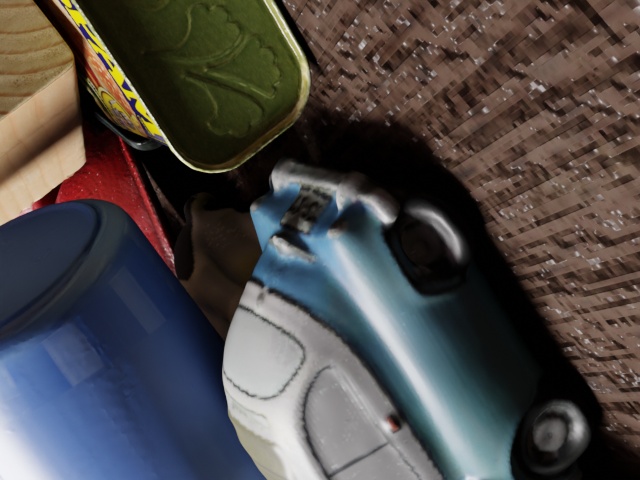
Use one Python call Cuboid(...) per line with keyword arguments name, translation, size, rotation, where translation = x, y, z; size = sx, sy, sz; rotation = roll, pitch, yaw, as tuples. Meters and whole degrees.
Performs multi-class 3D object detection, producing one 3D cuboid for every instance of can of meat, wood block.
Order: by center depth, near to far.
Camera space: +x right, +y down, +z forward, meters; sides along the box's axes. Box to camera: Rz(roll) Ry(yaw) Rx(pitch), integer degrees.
Cuboid(name="can of meat", translation=(-0.061, -0.080, 0.373), size=(0.102, 0.057, 0.084), rotation=(58, 164, -27))
Cuboid(name="wood block", translation=(-0.159, -0.057, 0.443), size=(0.090, 0.090, 0.206), rotation=(51, 168, -4))

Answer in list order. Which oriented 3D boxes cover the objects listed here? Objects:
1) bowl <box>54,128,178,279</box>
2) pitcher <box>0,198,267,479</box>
Cuboid(name="bowl", translation=(-0.105, 0.012, 0.598), size=(0.162, 0.055, 0.162), rotation=(156, 90, -84))
Cuboid(name="pitcher", translation=(-0.070, 0.101, 0.457), size=(0.149, 0.144, 0.242), rotation=(3, 131, 45))
